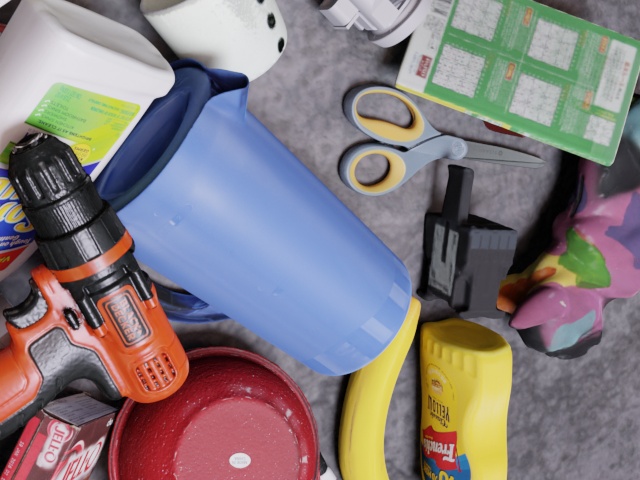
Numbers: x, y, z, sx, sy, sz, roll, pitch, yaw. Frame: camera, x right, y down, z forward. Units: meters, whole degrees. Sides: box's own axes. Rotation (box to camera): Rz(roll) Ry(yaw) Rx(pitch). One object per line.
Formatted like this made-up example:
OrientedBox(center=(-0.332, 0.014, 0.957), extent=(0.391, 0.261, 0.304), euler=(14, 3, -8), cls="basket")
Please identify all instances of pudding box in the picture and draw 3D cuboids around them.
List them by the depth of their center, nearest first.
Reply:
OrientedBox(center=(-0.183, 0.154, 0.731), extent=(0.039, 0.113, 0.090), euler=(28, 90, 3), cls="pudding box")

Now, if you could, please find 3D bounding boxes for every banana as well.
OrientedBox(center=(0.047, 0.143, 0.889), extent=(0.069, 0.037, 0.198), euler=(-9, 108, -43), cls="banana")

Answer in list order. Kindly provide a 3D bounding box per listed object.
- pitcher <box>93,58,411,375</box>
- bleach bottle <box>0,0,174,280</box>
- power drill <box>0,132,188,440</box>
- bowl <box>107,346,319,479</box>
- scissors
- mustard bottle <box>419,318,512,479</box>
OrientedBox(center=(-0.055, 0.001, 0.758), extent=(0.242, 0.149, 0.145), euler=(40, 69, -32), cls="pitcher")
OrientedBox(center=(-0.200, -0.029, 0.675), extent=(0.102, 0.068, 0.251), euler=(14, 119, -48), cls="bleach bottle")
OrientedBox(center=(-0.189, 0.051, 0.624), extent=(0.187, 0.057, 0.184), euler=(-29, 114, -11), cls="power drill")
OrientedBox(center=(-0.066, 0.156, 0.759), extent=(0.161, 0.055, 0.162), euler=(2, 84, -21), cls="bowl")
OrientedBox(center=(0.095, -0.061, 0.873), extent=(0.201, 0.016, 0.096), euler=(24, 92, -29), cls="scissors")
OrientedBox(center=(0.119, 0.168, 0.894), extent=(0.058, 0.096, 0.192), euler=(-8, 106, -26), cls="mustard bottle")
